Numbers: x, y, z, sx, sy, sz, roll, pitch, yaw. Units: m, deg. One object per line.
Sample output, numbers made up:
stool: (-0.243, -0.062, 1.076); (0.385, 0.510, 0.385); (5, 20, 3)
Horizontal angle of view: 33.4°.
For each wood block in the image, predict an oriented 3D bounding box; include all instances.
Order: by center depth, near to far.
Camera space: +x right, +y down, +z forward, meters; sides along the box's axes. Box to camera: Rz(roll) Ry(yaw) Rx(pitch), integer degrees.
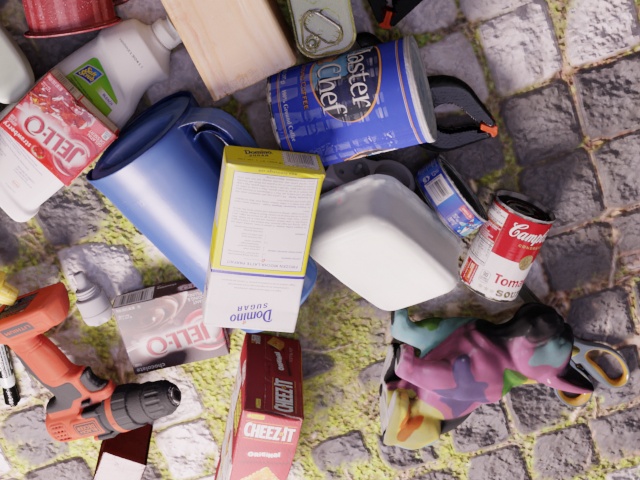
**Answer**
wood block: (-0.106, -0.249, 0.999); (0.090, 0.091, 0.206); (-24, 113, 8)

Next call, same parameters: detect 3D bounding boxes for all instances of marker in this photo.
marker: (-0.361, 0.136, 1.209); (0.020, 0.020, 0.121); (-6, 115, 1)

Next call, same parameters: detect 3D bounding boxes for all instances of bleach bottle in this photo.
bleach bottle: (-0.234, -0.131, 1.066); (0.251, 0.068, 0.102); (-36, 106, 12)

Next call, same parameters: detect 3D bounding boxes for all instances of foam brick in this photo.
foam brick: (-0.228, 0.248, 1.231); (0.051, 0.078, 0.053); (19, 113, -12)

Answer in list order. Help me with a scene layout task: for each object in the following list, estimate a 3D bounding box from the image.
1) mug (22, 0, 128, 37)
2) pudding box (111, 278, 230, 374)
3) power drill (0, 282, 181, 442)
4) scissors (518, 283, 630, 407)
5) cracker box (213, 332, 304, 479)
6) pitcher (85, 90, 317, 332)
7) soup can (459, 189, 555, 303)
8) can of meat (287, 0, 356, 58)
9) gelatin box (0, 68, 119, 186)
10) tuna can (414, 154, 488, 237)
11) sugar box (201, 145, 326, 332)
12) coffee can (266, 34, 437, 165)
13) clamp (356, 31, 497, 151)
mug: (-0.230, -0.243, 1.007); (0.117, 0.093, 0.081); (-19, 112, -27)
pudding box: (-0.163, 0.093, 1.182); (0.113, 0.039, 0.090); (-12, 115, 4)
power drill: (-0.263, 0.137, 1.165); (0.185, 0.057, 0.187); (-18, 115, 27)
scissors: (0.264, 0.123, 1.218); (0.201, 0.016, 0.096); (32, 110, -15)
cracker box: (-0.070, 0.234, 1.181); (0.072, 0.164, 0.214); (10, 114, -8)
pitcher: (-0.104, -0.025, 1.079); (0.145, 0.149, 0.242); (-41, 114, -4)
soup can: (0.197, 0.006, 1.135); (0.068, 0.068, 0.102); (18, 113, -9)
can of meat: (-0.002, -0.234, 1.011); (0.057, 0.084, 0.102); (-11, 114, 3)
gelatin box: (-0.249, -0.108, 1.024); (0.073, 0.030, 0.089); (-42, 104, 11)
tuna can: (0.135, -0.045, 1.100); (0.034, 0.086, 0.086); (-37, 110, 16)
sugar box: (-0.057, 0.001, 1.012); (0.093, 0.048, 0.176); (6, 120, -12)
coffee can: (0.031, -0.129, 1.020); (0.140, 0.102, 0.103); (-12, 115, 14)
clamp: (0.097, -0.145, 1.080); (0.171, 0.039, 0.120); (6, 119, -1)
